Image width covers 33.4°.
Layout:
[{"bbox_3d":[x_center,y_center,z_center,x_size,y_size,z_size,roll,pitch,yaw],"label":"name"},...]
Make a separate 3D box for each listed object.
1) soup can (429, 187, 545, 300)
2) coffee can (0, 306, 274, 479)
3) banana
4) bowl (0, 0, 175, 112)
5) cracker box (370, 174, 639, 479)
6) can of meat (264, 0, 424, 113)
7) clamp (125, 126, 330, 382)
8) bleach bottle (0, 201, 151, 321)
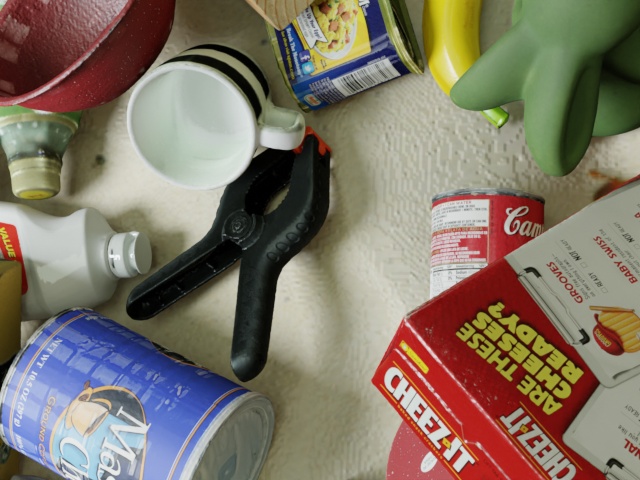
[{"bbox_3d":[0.098,0.025,0.632,0.069,0.068,0.102,-1,79,19],"label":"soup can"},{"bbox_3d":[-0.114,0.115,0.669,0.140,0.102,0.103,23,87,22],"label":"coffee can"},{"bbox_3d":[0.107,-0.172,0.689,0.069,0.037,0.198,14,86,-3],"label":"banana"},{"bbox_3d":[-0.146,-0.139,0.689,0.162,0.055,0.162,-25,45,27],"label":"bowl"},{"bbox_3d":[0.158,0.068,0.542,0.213,0.072,0.164,-28,66,-32],"label":"cracker box"},{"bbox_3d":[0.012,-0.144,0.702,0.084,0.057,0.102,-20,73,17],"label":"can of meat"},{"bbox_3d":[-0.055,0.001,0.697,0.120,0.039,0.171,15,69,30],"label":"clamp"},{"bbox_3d":[-0.240,0.009,0.756,0.251,0.068,0.102,-4,78,16],"label":"bleach bottle"}]
